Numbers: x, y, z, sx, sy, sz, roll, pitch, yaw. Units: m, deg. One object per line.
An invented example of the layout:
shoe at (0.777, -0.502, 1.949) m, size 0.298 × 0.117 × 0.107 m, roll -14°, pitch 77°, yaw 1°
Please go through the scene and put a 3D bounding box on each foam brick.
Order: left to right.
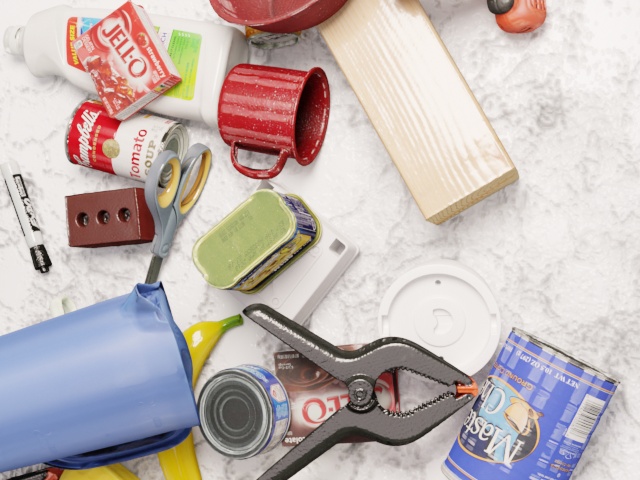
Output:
foam brick at (-0.204, -0.021, 1.054) m, size 0.078 × 0.051 × 0.053 m, roll -7°, pitch 86°, yaw 13°

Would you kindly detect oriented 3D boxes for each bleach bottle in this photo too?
bleach bottle at (-0.201, -0.176, 1.057) m, size 0.251 × 0.068 × 0.102 m, roll 10°, pitch 89°, yaw 16°

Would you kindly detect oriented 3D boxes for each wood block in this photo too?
wood block at (0.089, -0.127, 0.968) m, size 0.091 × 0.090 × 0.206 m, roll -30°, pitch 81°, yaw 10°

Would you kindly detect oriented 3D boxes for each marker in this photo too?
marker at (-0.301, -0.023, 1.094) m, size 0.020 × 0.020 × 0.121 m, roll -22°, pitch 82°, yaw 12°

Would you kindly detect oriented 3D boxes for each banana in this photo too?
banana at (-0.129, 0.162, 1.033) m, size 0.070 × 0.037 × 0.198 m, roll 12°, pitch 90°, yaw 14°

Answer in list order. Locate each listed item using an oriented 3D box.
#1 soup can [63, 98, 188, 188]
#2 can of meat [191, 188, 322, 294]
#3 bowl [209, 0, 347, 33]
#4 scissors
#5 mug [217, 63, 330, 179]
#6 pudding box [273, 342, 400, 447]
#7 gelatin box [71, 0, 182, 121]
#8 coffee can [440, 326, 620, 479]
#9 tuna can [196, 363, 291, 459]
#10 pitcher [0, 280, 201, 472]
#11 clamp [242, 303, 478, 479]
soup can at (-0.189, -0.095, 1.046) m, size 0.102 × 0.068 × 0.068 m, roll 16°, pitch 91°, yaw 13°
can of meat at (-0.056, 0.001, 0.940) m, size 0.102 × 0.084 × 0.057 m, roll -40°, pitch 79°, yaw 9°
bowl at (-0.019, -0.239, 0.948) m, size 0.162 × 0.055 × 0.162 m, roll -16°, pitch 53°, yaw 23°
scissors at (-0.160, -0.004, 1.025) m, size 0.016 × 0.096 × 0.202 m, roll 25°, pitch 90°, yaw 24°
mug at (-0.048, -0.111, 0.998) m, size 0.082 × 0.093 × 0.117 m, roll 11°, pitch 73°, yaw 19°
pudding box at (0.017, 0.143, 0.997) m, size 0.113 × 0.039 × 0.090 m, roll -6°, pitch 87°, yaw 14°
gelatin box at (-0.183, -0.169, 1.002) m, size 0.073 × 0.030 × 0.089 m, roll -32°, pitch 79°, yaw 15°
coffee can at (0.180, 0.160, 0.923) m, size 0.103 × 0.102 × 0.140 m, roll 27°, pitch 93°, yaw 14°
tuna can at (-0.072, 0.159, 0.988) m, size 0.086 × 0.033 × 0.086 m, roll 0°, pitch 91°, yaw 28°
pitcher at (-0.231, 0.138, 0.940) m, size 0.242 × 0.145 × 0.149 m, roll -16°, pitch 85°, yaw -7°
clamp at (0.031, 0.143, 0.933) m, size 0.210 × 0.036 × 0.164 m, roll 4°, pitch 90°, yaw 6°
